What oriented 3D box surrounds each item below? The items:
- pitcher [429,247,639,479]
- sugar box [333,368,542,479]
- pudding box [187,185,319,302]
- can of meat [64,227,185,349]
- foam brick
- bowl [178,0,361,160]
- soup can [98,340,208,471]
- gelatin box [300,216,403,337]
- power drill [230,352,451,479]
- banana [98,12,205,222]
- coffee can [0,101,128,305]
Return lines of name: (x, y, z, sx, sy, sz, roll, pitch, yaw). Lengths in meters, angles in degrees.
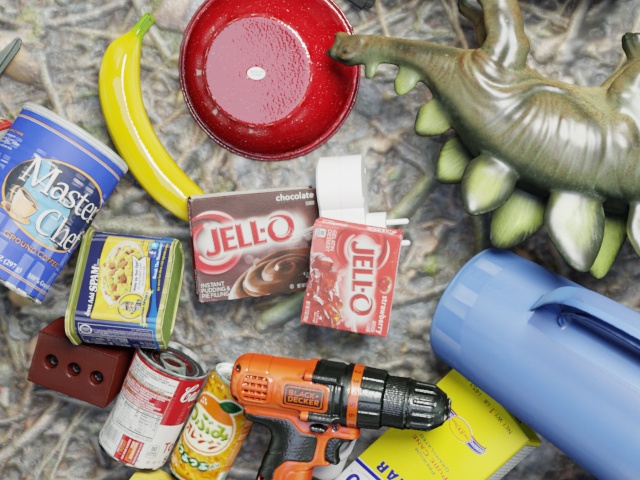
pitcher: (0.207, 0.098, 0.828, 0.243, 0.144, 0.149, 33, 111, 31)
sugar box: (0.096, 0.197, 0.935, 0.176, 0.048, 0.093, -45, 61, 10)
pudding box: (-0.056, 0.001, 0.925, 0.113, 0.039, 0.090, -7, 101, -11)
can of meat: (-0.169, 0.043, 0.938, 0.084, 0.057, 0.102, 5, 65, 4)
foam brick: (-0.217, 0.111, 0.976, 0.078, 0.051, 0.053, 19, 103, 4)
bowl: (-0.048, -0.145, 0.902, 0.162, 0.055, 0.162, 2, 101, 8)
soup can: (-0.152, 0.148, 0.966, 0.068, 0.068, 0.102, 26, 103, 2)
gelatin box: (0.026, 0.030, 0.882, 0.073, 0.030, 0.089, 10, 103, 6)
power drill: (0.009, 0.192, 0.896, 0.184, 0.057, 0.188, 8, 99, 10)
banana: (-0.149, -0.095, 0.934, 0.070, 0.037, 0.198, -17, 98, 11)
coffee can: (-0.243, -0.031, 0.903, 0.103, 0.103, 0.140, 31, 80, 1)
